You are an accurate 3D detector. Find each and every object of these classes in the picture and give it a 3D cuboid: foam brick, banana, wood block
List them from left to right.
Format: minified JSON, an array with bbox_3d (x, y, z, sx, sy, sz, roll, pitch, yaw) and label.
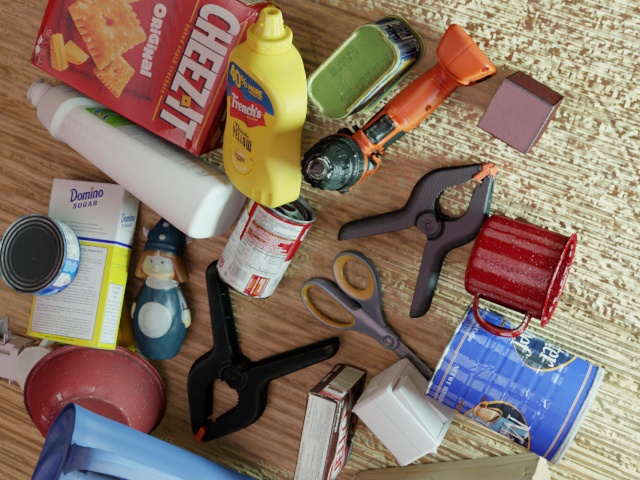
[{"bbox_3d":[-0.243,0.093,1.211,0.070,0.037,0.198,-7,101,45],"label":"banana"},{"bbox_3d":[0.131,0.284,1.092,0.206,0.090,0.091,-12,100,23],"label":"wood block"},{"bbox_3d":[0.183,-0.117,0.968,0.051,0.078,0.053,32,111,10],"label":"foam brick"}]

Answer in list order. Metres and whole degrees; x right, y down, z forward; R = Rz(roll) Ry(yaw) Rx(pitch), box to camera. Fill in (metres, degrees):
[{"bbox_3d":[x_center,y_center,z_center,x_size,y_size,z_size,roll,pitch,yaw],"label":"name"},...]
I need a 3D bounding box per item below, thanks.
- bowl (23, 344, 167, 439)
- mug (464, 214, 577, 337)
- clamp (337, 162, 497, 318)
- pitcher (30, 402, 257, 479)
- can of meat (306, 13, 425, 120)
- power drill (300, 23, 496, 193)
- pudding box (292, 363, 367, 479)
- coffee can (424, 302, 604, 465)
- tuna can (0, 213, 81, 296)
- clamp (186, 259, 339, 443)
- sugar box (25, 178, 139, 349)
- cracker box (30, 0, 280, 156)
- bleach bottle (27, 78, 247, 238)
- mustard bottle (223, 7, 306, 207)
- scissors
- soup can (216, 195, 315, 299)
[{"bbox_3d":[-0.254,0.193,1.192,0.162,0.055,0.162,-2,121,-3],"label":"bowl"},{"bbox_3d":[0.181,0.035,0.998,0.082,0.093,0.117,20,76,20],"label":"mug"},{"bbox_3d":[0.099,-0.020,1.048,0.120,0.039,0.172,37,108,3],"label":"clamp"},{"bbox_3d":[-0.179,0.271,1.132,0.242,0.149,0.145,24,107,-21],"label":"pitcher"},{"bbox_3d":[0.042,-0.162,1.005,0.057,0.083,0.102,48,115,2],"label":"can of meat"},{"bbox_3d":[0.068,-0.115,0.964,0.188,0.184,0.057,-39,90,15],"label":"power drill"},{"bbox_3d":[0.010,0.196,1.112,0.039,0.090,0.113,13,108,17],"label":"pudding box"},{"bbox_3d":[0.185,0.136,1.023,0.140,0.102,0.103,27,112,12],"label":"coffee can"},{"bbox_3d":[-0.297,0.016,1.129,0.086,0.033,0.086,-4,79,21],"label":"tuna can"},{"bbox_3d":[-0.080,0.143,1.160,0.165,0.036,0.210,27,114,12],"label":"clamp"},{"bbox_3d":[-0.256,0.025,1.157,0.093,0.048,0.176,7,82,19],"label":"sugar box"},{"bbox_3d":[-0.172,-0.207,1.079,0.214,0.072,0.164,30,113,10],"label":"cracker box"},{"bbox_3d":[-0.201,-0.095,1.117,0.251,0.102,0.068,34,105,16],"label":"bleach bottle"},{"bbox_3d":[-0.052,-0.131,1.008,0.096,0.058,0.192,46,143,37],"label":"mustard bottle"},{"bbox_3d":[0.073,0.083,1.098,0.202,0.016,0.096,28,112,11],"label":"scissors"},{"bbox_3d":[-0.057,0.001,1.096,0.068,0.068,0.102,33,114,9],"label":"soup can"}]
